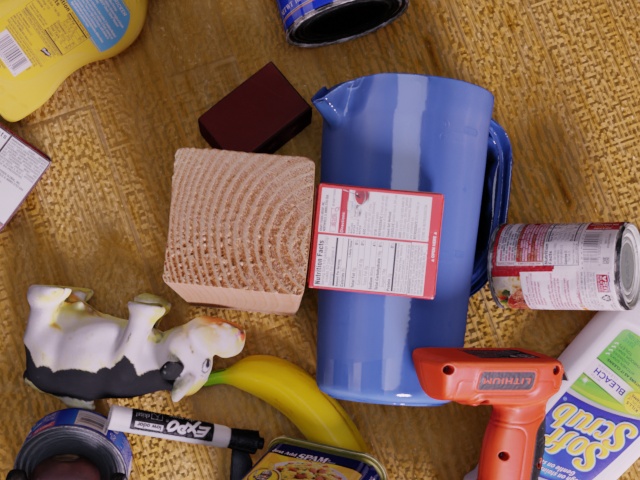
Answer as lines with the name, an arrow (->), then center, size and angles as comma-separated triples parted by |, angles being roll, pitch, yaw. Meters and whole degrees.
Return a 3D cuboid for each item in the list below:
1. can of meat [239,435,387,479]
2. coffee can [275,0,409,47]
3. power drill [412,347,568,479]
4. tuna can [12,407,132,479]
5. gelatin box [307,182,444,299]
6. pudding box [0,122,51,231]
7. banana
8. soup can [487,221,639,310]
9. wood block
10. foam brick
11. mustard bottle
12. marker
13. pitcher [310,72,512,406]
can of meat -> -0.013, 0.193, 0.780 | 0.102, 0.083, 0.057 | 7, 113, 26
coffee can -> 0.003, -0.239, 0.852 | 0.102, 0.103, 0.140 | -15, 84, -4
power drill -> 0.098, 0.170, 0.744 | 0.184, 0.057, 0.188 | 1, 96, -23
tuna can -> -0.187, 0.172, 0.813 | 0.086, 0.034, 0.086 | 0, 109, -1
gelatin box -> 0.038, 0.000, 0.740 | 0.089, 0.030, 0.073 | 5, 90, 3
pudding box -> -0.281, -0.044, 0.839 | 0.090, 0.039, 0.113 | 37, 81, -17
banana -> -0.004, 0.155, 0.838 | 0.198, 0.037, 0.070 | 46, 113, 7
soup can -> 0.187, 0.019, 0.816 | 0.102, 0.068, 0.068 | -1, 81, 31
wood block -> -0.055, 0.000, 0.768 | 0.091, 0.206, 0.090 | 5, 83, -2
foam brick -> -0.052, -0.096, 0.857 | 0.078, 0.053, 0.051 | -39, 86, -6
mustard bottle -> -0.199, -0.185, 0.857 | 0.191, 0.058, 0.096 | -35, 108, -6
marker -> -0.101, 0.145, 0.812 | 0.121, 0.020, 0.020 | 13, 82, -16
pitcher -> 0.068, 0.001, 0.820 | 0.149, 0.145, 0.243 | 4, 86, 11
